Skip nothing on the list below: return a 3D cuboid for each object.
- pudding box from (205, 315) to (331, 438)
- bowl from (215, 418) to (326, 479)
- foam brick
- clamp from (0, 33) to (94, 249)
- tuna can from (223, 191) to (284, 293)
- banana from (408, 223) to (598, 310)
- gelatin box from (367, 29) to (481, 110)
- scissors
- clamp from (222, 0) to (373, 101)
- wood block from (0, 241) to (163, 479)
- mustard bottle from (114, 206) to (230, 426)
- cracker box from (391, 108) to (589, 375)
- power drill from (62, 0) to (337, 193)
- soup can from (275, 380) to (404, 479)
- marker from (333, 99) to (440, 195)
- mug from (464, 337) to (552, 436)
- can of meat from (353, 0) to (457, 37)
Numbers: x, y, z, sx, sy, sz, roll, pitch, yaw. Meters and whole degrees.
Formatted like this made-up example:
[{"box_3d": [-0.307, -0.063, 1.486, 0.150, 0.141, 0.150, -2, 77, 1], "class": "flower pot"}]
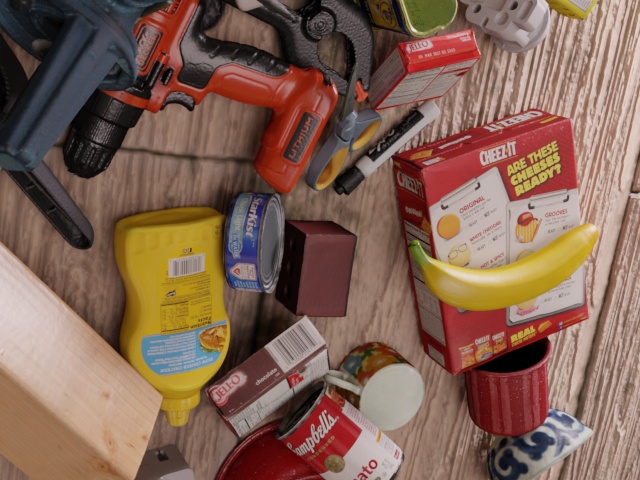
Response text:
[{"box_3d": [-0.045, 0.124, 0.956, 0.113, 0.039, 0.090, -34, 163, -10], "class": "pudding box"}, {"box_3d": [-0.023, 0.254, 1.029, 0.161, 0.055, 0.162, -8, 110, -22], "class": "bowl"}, {"box_3d": [-0.005, 0.025, 0.960, 0.051, 0.053, 0.078, 0, 106, -26], "class": "foam brick"}, {"box_3d": [-0.240, -0.077, 0.793, 0.164, 0.036, 0.210, -2, 83, -61], "class": "clamp"}, {"box_3d": [-0.056, 0.001, 0.908, 0.034, 0.086, 0.086, 4, 109, 10], "class": "tuna can"}, {"box_3d": [0.171, 0.027, 0.970, 0.197, 0.037, 0.070, -6, 109, -23], "class": "banana"}, {"box_3d": [0.087, -0.147, 0.925, 0.073, 0.089, 0.030, -15, 79, -21], "class": "gelatin box"}, {"box_3d": [0.031, -0.107, 0.882, 0.016, 0.202, 0.096, 43, 60, 10], "class": "scissors"}, {"box_3d": [0.000, -0.195, 0.892, 0.120, 0.039, 0.171, -38, 123, 11], "class": "clamp"}, {"box_3d": [-0.231, 0.105, 0.840, 0.091, 0.090, 0.206, -21, 125, 30], "class": "wood block"}, {"box_3d": [-0.124, 0.071, 0.915, 0.096, 0.058, 0.192, -11, 112, -32], "class": "mustard bottle"}, {"box_3d": [0.165, 0.000, 1.022, 0.164, 0.072, 0.214, -20, 114, -19], "class": "cracker box"}, {"box_3d": [-0.095, -0.107, 0.859, 0.187, 0.057, 0.184, 23, 104, -24], "class": "power drill"}, {"box_3d": [0.018, 0.187, 0.980, 0.102, 0.068, 0.068, 42, 86, -6], "class": "soup can"}, {"box_3d": [0.059, -0.084, 0.973, 0.121, 0.020, 0.020, -41, 120, -7], "class": "marker"}, {"box_3d": [0.194, 0.136, 1.079, 0.117, 0.093, 0.081, -34, 126, -39], "class": "mug"}, {"box_3d": [0.064, -0.222, 0.890, 0.057, 0.084, 0.102, -30, 117, -14], "class": "can of meat"}]
